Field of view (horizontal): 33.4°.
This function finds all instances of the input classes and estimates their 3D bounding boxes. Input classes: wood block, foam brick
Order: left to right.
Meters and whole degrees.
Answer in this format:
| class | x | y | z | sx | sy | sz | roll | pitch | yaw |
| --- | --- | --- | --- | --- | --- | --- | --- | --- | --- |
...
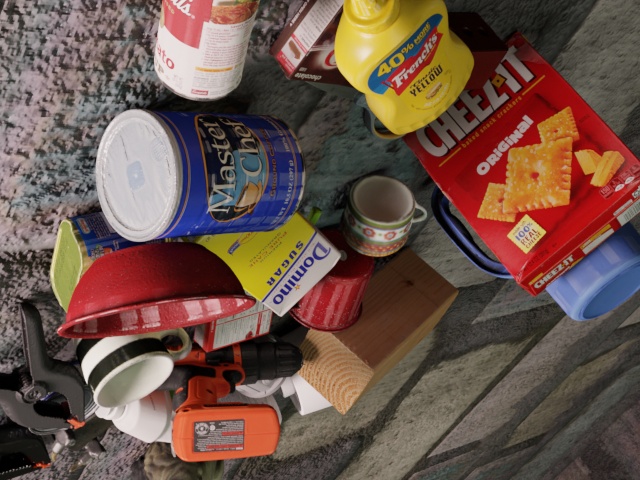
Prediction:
| class | x | y | z | sx | sy | sz | roll | pitch | yaw |
| --- | --- | --- | --- | --- | --- | --- | --- | --- | --- |
| wood block | 0.068 | 0.105 | 1.285 | 0.205 | 0.091 | 0.090 | -36 | 162 | -46 |
| foam brick | 0.124 | -0.175 | 0.990 | 0.078 | 0.053 | 0.051 | -11 | 146 | -41 |

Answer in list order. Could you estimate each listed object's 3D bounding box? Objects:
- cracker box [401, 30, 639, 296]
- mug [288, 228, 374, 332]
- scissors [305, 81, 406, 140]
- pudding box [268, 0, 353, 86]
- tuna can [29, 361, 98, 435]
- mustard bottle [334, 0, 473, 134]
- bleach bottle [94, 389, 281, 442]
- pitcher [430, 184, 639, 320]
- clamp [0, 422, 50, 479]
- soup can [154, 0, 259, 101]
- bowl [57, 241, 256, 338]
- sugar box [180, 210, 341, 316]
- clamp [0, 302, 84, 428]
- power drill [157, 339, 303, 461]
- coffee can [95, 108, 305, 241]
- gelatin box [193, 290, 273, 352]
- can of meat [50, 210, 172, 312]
| class | x | y | z | sx | sy | sz | roll | pitch | yaw |
| --- | --- | --- | --- | --- | --- | --- | --- | --- | --- |
| cracker box | 0.205 | -0.078 | 1.066 | 0.164 | 0.214 | 0.072 | -41 | 152 | 11 |
| mug | 0.002 | 0.044 | 1.178 | 0.117 | 0.093 | 0.082 | -17 | 144 | -30 |
| scissors | 0.055 | -0.147 | 0.998 | 0.096 | 0.016 | 0.201 | -41 | 154 | 8 |
| pudding box | 0.024 | -0.173 | 0.887 | 0.113 | 0.039 | 0.090 | -2 | 139 | -50 |
| tuna can | -0.271 | 0.164 | 1.116 | 0.086 | 0.034 | 0.086 | -28 | 153 | -15 |
| mustard bottle | 0.061 | -0.156 | 0.848 | 0.096 | 0.058 | 0.191 | -42 | 155 | 5 |
| bleach bottle | -0.159 | 0.190 | 1.243 | 0.250 | 0.103 | 0.068 | 14 | 122 | -49 |
| pitcher | 0.238 | -0.029 | 1.156 | 0.144 | 0.243 | 0.149 | -21 | 150 | -23 |
| clamp | -0.363 | 0.227 | 1.108 | 0.164 | 0.036 | 0.209 | -38 | 155 | 6 |
| soup can | -0.079 | -0.157 | 0.757 | 0.068 | 0.068 | 0.102 | -20 | 151 | -29 |
| bowl | -0.136 | 0.038 | 0.869 | 0.162 | 0.055 | 0.162 | -10 | 169 | -2 |
| sugar box | -0.057 | 0.001 | 1.036 | 0.093 | 0.048 | 0.176 | -44 | 140 | 3 |
| clamp | -0.288 | 0.138 | 1.014 | 0.120 | 0.039 | 0.171 | -25 | 135 | -1 |
| power drill | -0.095 | 0.159 | 1.121 | 0.184 | 0.188 | 0.057 | -4 | 108 | -12 |
| coffee can | -0.096 | -0.054 | 0.873 | 0.140 | 0.103 | 0.103 | -5 | 141 | -47 |
| gelatin box | -0.092 | 0.074 | 1.160 | 0.089 | 0.030 | 0.073 | -15 | 127 | -37 |
| can of meat | -0.186 | 0.016 | 0.940 | 0.083 | 0.057 | 0.102 | -14 | 147 | -32 |
